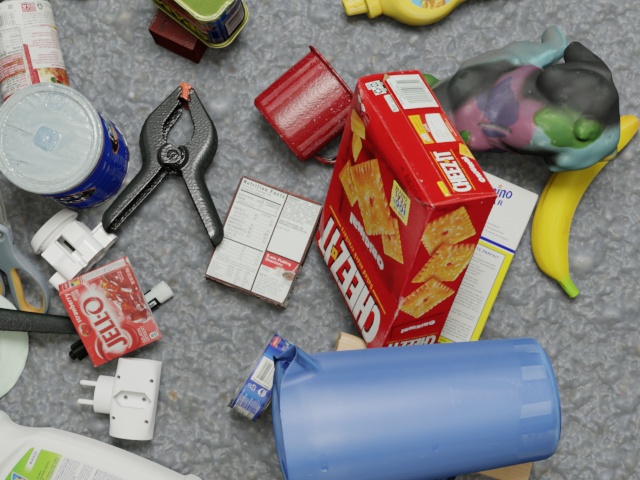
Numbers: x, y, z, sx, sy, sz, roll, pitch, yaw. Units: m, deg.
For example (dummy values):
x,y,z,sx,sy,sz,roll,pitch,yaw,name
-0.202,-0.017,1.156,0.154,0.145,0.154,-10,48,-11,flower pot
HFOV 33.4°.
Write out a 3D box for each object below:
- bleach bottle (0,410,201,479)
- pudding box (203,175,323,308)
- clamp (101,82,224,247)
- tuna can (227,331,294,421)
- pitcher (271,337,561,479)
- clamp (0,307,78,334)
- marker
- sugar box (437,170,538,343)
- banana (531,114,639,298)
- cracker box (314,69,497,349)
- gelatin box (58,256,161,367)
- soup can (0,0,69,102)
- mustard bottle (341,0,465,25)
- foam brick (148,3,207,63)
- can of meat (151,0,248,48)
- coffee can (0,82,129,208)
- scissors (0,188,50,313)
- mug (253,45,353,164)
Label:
x,y,z,sx,sy,sz,roll,pitch,yaw,name
-0.250,0.229,1.053,0.251,0.068,0.102,25,86,4,bleach bottle
-0.057,0.001,1.078,0.090,0.039,0.113,21,84,3,pudding box
-0.137,-0.072,1.069,0.120,0.039,0.171,17,76,-2,clamp
-0.055,0.134,1.045,0.034,0.086,0.086,31,87,1,tuna can
0.080,0.161,0.940,0.242,0.149,0.145,-7,72,-3,pitcher
-0.350,0.093,1.010,0.209,0.036,0.164,40,66,-23,clamp
-0.204,0.083,1.083,0.121,0.020,0.020,-35,86,-2,marker
0.141,0.018,1.072,0.093,0.048,0.176,24,83,3,sugar box
0.259,-0.045,1.081,0.069,0.037,0.198,22,88,-16,banana
0.067,-0.019,0.962,0.072,0.214,0.164,-9,50,-22,cracker box
-0.206,0.071,1.049,0.073,0.030,0.089,-23,113,-8,gelatin box
-0.296,-0.188,1.078,0.068,0.068,0.102,-13,86,-1,soup can
0.113,-0.273,1.085,0.191,0.058,0.096,-23,87,-1,mustard bottle
-0.133,-0.231,1.088,0.053,0.051,0.078,26,86,3,foam brick
-0.121,-0.239,1.019,0.102,0.084,0.057,39,87,4,can of meat
-0.248,-0.088,1.034,0.103,0.140,0.103,0,86,0,coffee can
-0.324,-0.002,1.036,0.096,0.016,0.202,-4,126,18,scissors
-0.005,-0.125,1.068,0.081,0.093,0.117,-39,120,2,mug
